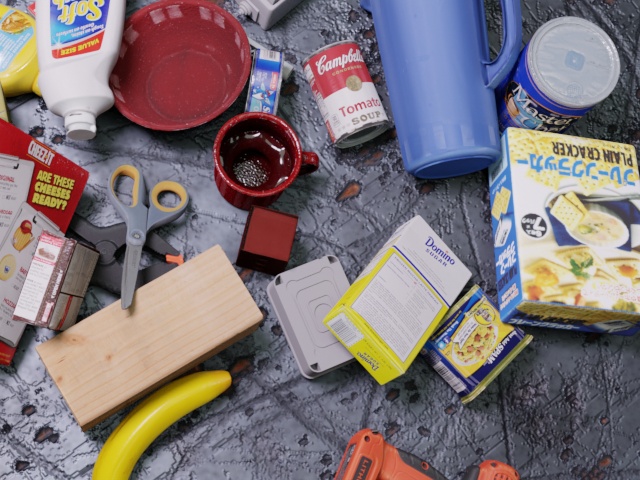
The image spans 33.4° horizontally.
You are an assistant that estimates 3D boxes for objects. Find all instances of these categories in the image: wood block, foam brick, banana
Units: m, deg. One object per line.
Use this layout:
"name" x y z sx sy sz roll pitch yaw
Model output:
"wood block" -0.171 0.100 1.078 0.206 0.091 0.090 -30 83 -16
"foam brick" -0.057 0.001 1.129 0.053 0.078 0.051 14 75 -4
"banana" -0.172 0.198 1.079 0.069 0.037 0.197 42 79 -26

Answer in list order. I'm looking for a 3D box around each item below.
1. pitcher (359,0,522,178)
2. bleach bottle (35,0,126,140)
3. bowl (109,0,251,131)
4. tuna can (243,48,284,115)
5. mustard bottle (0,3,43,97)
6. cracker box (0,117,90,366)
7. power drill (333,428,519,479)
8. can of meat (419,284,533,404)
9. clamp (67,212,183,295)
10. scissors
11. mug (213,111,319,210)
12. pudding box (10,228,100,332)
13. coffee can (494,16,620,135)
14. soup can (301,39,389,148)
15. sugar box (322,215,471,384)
"pitcher" 0.138 -0.199 1.182 0.145 0.149 0.243 -6 81 -13
"bleach bottle" -0.246 -0.224 1.119 0.102 0.068 0.251 -1 70 -14
"bowl" -0.151 -0.181 1.158 0.162 0.055 0.162 -2 69 5
"tuna can" -0.063 -0.166 1.165 0.033 0.086 0.086 9 75 -7
"mustard bottle" -0.350 -0.209 1.140 0.191 0.058 0.096 31 67 -1
"cracker box" -0.328 -0.001 1.021 0.072 0.164 0.213 16 81 24
"power drill" 0.099 0.290 1.096 0.187 0.057 0.184 25 70 -6
"can of meat" 0.163 0.110 1.152 0.102 0.057 0.084 -42 84 -17
"clamp" -0.230 0.007 1.118 0.171 0.039 0.120 -3 82 -8
"scissors" -0.172 -0.006 1.097 0.096 0.016 0.202 2 46 -24
"mug" -0.060 -0.082 1.147 0.117 0.081 0.093 -4 77 -11
"pudding box" -0.254 0.042 1.034 0.039 0.113 0.090 17 84 0
"coffee can" 0.257 -0.174 1.195 0.102 0.140 0.103 2 76 -10
"soup can" 0.028 -0.162 1.190 0.068 0.068 0.102 -19 81 -14
"sugar box" 0.084 0.059 1.117 0.093 0.048 0.176 48 44 -5
